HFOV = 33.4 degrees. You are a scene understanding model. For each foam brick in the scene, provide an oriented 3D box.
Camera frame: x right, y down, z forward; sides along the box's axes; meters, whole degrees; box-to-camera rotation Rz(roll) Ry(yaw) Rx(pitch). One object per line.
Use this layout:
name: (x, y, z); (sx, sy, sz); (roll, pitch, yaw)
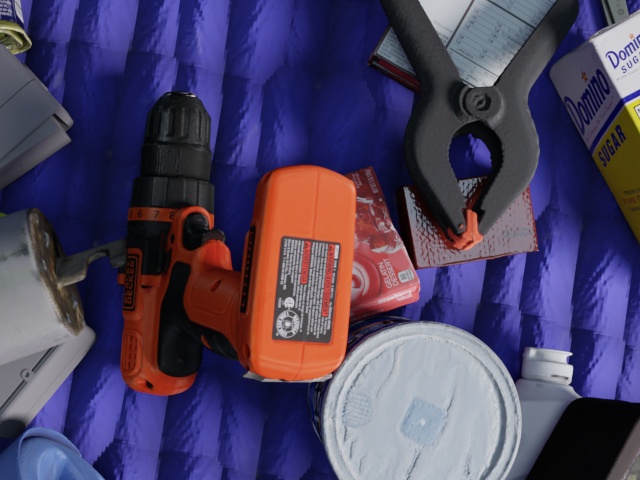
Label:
foam brick: (0.089, -0.012, 0.661); (0.078, 0.051, 0.053); (-8, 89, -4)

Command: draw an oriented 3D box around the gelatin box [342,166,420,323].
gelatin box: (0.012, 0.006, 0.651); (0.073, 0.030, 0.089); (-18, 64, -4)

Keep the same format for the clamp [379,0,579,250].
clamp: (0.081, -0.083, 0.627); (0.120, 0.039, 0.171); (12, 75, 5)

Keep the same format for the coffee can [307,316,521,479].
coffee can: (0.047, 0.095, 0.608); (0.102, 0.140, 0.103); (0, 87, -4)

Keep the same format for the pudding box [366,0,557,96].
pudding box: (0.095, -0.138, 0.675); (0.090, 0.039, 0.113); (30, 88, -2)

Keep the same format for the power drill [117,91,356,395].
power drill: (-0.054, 0.001, 0.591); (0.057, 0.188, 0.184); (4, 88, -32)
